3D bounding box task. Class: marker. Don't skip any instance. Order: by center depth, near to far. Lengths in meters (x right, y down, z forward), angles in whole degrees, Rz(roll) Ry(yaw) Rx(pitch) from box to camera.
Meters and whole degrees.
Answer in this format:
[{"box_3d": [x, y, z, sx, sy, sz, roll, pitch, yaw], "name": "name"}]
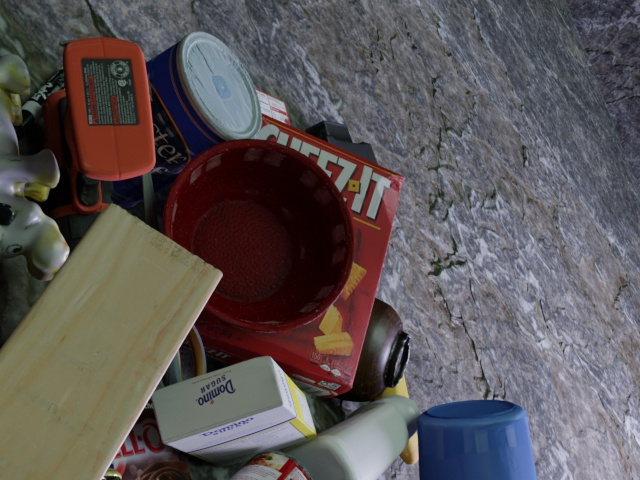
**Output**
[{"box_3d": [-0.233, -0.117, 0.896, 0.020, 0.020, 0.121, 53, 30, -20], "name": "marker"}]

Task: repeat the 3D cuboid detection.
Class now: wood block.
[{"box_3d": [-0.153, 0.089, 0.651, 0.090, 0.091, 0.205, 33, 50, -5], "name": "wood block"}]

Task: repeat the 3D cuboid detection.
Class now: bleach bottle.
[{"box_3d": [0.040, 0.194, 1.021, 0.250, 0.103, 0.068, -16, 81, -62], "name": "bleach bottle"}]

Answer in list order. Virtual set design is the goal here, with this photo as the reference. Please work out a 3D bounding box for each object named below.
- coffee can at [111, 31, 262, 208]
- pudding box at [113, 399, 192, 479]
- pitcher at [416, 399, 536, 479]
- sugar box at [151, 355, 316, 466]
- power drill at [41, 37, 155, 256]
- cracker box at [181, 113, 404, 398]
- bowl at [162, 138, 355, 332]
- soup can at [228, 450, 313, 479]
[{"box_3d": [-0.136, -0.102, 0.919, 0.102, 0.140, 0.103, 40, 36, -38], "name": "coffee can"}, {"box_3d": [-0.147, 0.164, 0.791, 0.113, 0.039, 0.090, 15, 54, -56], "name": "pudding box"}, {"box_3d": [0.165, 0.285, 1.041, 0.144, 0.149, 0.243, -8, 93, -69], "name": "pitcher"}, {"box_3d": [-0.062, 0.136, 0.832, 0.176, 0.093, 0.048, 69, 3, -69], "name": "sugar box"}, {"box_3d": [-0.170, -0.051, 0.793, 0.057, 0.188, 0.184, -5, 75, -24], "name": "power drill"}, {"box_3d": [-0.028, 0.013, 0.952, 0.164, 0.072, 0.213, 23, 68, -17], "name": "cracker box"}, {"box_3d": [-0.056, 0.001, 0.872, 0.162, 0.055, 0.162, 7, 71, -20], "name": "bowl"}, {"box_3d": [-0.053, 0.215, 0.825, 0.068, 0.069, 0.102, 63, 26, -3], "name": "soup can"}]
